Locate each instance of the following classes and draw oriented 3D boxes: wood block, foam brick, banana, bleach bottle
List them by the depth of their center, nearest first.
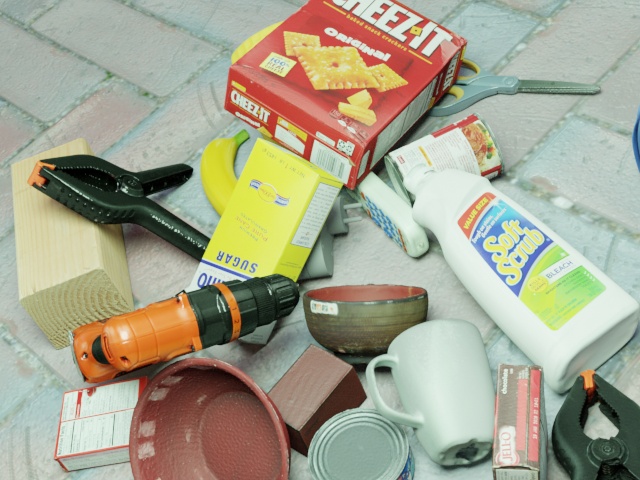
[{"bbox_3d":[-0.007,0.140,0.933,0.051,0.053,0.078,26,62,36],"label":"foam brick"},{"bbox_3d":[0.158,0.016,0.951,0.102,0.068,0.251,-34,55,-17],"label":"bleach bottle"},{"bbox_3d":[-0.263,-0.001,1.127,0.091,0.090,0.206,-21,46,2],"label":"wood block"},{"bbox_3d":[-0.090,-0.057,1.151,0.069,0.037,0.198,-23,46,-1],"label":"banana"}]

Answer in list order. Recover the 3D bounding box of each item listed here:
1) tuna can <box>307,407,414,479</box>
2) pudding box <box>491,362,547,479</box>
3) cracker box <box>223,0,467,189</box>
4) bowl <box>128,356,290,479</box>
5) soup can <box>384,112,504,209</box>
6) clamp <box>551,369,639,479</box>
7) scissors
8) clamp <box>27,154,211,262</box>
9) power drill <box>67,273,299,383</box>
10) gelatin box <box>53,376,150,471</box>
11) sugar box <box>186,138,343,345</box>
[{"bbox_3d":[0.035,0.185,0.891,0.086,0.033,0.086,-10,47,11],"label":"tuna can"},{"bbox_3d":[0.152,0.161,0.815,0.039,0.113,0.090,0,50,15],"label":"pudding box"},{"bbox_3d":[0.029,-0.173,1.107,0.164,0.072,0.213,33,54,14],"label":"cracker box"},{"bbox_3d":[-0.082,0.175,0.895,0.162,0.055,0.162,1,92,31],"label":"bowl"},{"bbox_3d":[0.124,-0.076,1.070,0.102,0.068,0.068,-25,46,-3],"label":"soup can"},{"bbox_3d":[0.215,0.178,0.828,0.120,0.039,0.171,-11,40,-3],"label":"clamp"},{"bbox_3d":[0.189,-0.157,1.155,0.202,0.016,0.096,21,61,34],"label":"scissors"},{"bbox_3d":[-0.193,-0.039,1.092,0.036,0.209,0.165,-57,46,25],"label":"clamp"},{"bbox_3d":[-0.131,0.077,0.953,0.184,0.057,0.188,-13,-6,-33],"label":"power drill"},{"bbox_3d":[-0.198,0.171,0.990,0.089,0.030,0.073,-12,48,10],"label":"gelatin box"},{"bbox_3d":[-0.057,0.001,1.018,0.093,0.048,0.176,33,101,39],"label":"sugar box"}]
